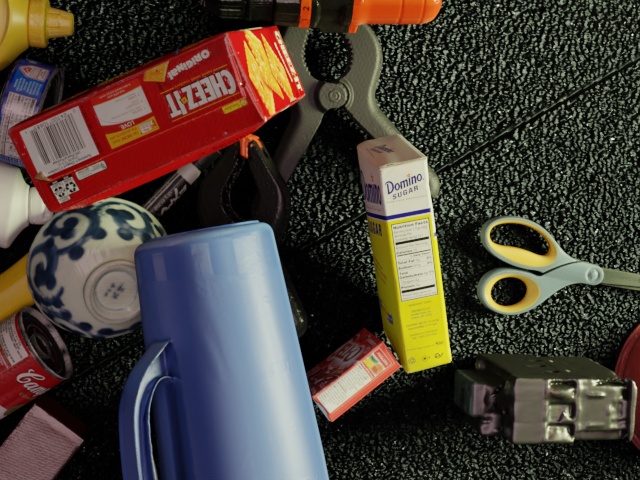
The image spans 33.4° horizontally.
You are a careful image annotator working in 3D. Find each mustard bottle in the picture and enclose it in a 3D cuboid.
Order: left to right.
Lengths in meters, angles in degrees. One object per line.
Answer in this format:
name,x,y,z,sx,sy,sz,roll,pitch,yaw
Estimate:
mustard bottle,-0.295,-0.179,0.850,0.191,0.058,0.096,3,93,-7

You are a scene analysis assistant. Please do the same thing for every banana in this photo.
banana,-0.294,0.049,0.879,0.197,0.037,0.069,-14,98,-6

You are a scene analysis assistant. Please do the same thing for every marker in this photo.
marker,-0.128,-0.040,0.901,0.020,0.020,0.121,44,88,-8

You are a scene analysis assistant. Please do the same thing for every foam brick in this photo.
foam brick,-0.238,0.175,0.888,0.051,0.053,0.078,38,88,-8

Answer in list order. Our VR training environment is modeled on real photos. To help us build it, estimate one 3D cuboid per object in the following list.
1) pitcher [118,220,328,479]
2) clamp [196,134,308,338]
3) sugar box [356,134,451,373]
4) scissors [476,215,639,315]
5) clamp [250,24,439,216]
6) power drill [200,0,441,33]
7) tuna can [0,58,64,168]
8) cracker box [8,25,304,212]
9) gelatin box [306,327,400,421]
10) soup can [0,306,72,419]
pitcher,-0.077,0.113,0.805,0.145,0.149,0.243,-10,90,-2
clamp,-0.056,0.001,0.882,0.120,0.039,0.171,13,102,3
sugar box,0.067,0.009,0.874,0.048,0.093,0.176,-14,108,-5
scissors,0.226,0.045,0.954,0.201,0.016,0.096,26,93,-8
clamp,0.020,-0.119,0.904,0.164,0.036,0.210,-3,99,-8
power drill,-0.003,-0.247,0.841,0.184,0.057,0.187,0,65,-8
tuna can,-0.233,-0.101,0.850,0.033,0.086,0.086,16,92,-7
cracker box,-0.107,-0.094,0.786,0.164,0.213,0.072,-22,98,10
gelatin box,0.023,0.110,0.896,0.073,0.089,0.030,-38,97,-3
soup can,-0.263,0.108,0.866,0.102,0.068,0.068,-32,98,5
